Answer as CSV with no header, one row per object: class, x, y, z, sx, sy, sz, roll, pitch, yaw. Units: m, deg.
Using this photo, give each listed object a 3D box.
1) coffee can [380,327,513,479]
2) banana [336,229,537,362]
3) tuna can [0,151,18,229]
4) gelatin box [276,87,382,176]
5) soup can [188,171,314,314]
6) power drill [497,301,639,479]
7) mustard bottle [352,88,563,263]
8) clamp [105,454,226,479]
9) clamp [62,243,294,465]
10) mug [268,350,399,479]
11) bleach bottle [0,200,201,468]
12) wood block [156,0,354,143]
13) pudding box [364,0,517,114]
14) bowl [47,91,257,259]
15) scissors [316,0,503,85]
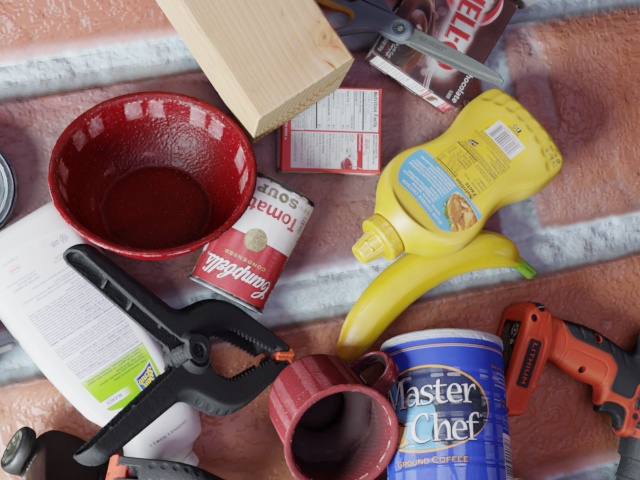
coffee can,0.103,0.153,0.870,0.102,0.103,0.140,3,68,-12
banana,0.095,0.037,0.923,0.197,0.037,0.069,-23,92,-11
tuna can,-0.285,-0.041,0.847,0.086,0.034,0.086,0,90,-12
gelatin box,0.008,-0.093,0.909,0.089,0.030,0.073,1,89,-11
soup can,-0.056,0.001,0.877,0.068,0.068,0.102,28,84,-11
power drill,0.238,0.143,0.945,0.187,0.057,0.184,18,83,-14
mustard bottle,0.106,-0.042,0.902,0.191,0.058,0.096,-36,78,-15
clamp,-0.081,0.201,0.829,0.171,0.120,0.039,27,47,-33
clamp,-0.111,0.081,0.839,0.209,0.036,0.164,-1,75,-43
mug,0.014,0.133,0.854,0.117,0.081,0.093,-47,114,1
bleach bottle,-0.180,0.095,0.856,0.102,0.068,0.251,-33,99,-10
wood block,-0.072,-0.194,0.846,0.090,0.090,0.206,-34,88,-10
pudding box,0.104,-0.180,0.923,0.090,0.039,0.113,32,84,-10
bowl,-0.131,-0.041,0.847,0.162,0.055,0.162,2,56,-4
scissors,0.065,-0.193,0.887,0.202,0.016,0.096,15,78,14
